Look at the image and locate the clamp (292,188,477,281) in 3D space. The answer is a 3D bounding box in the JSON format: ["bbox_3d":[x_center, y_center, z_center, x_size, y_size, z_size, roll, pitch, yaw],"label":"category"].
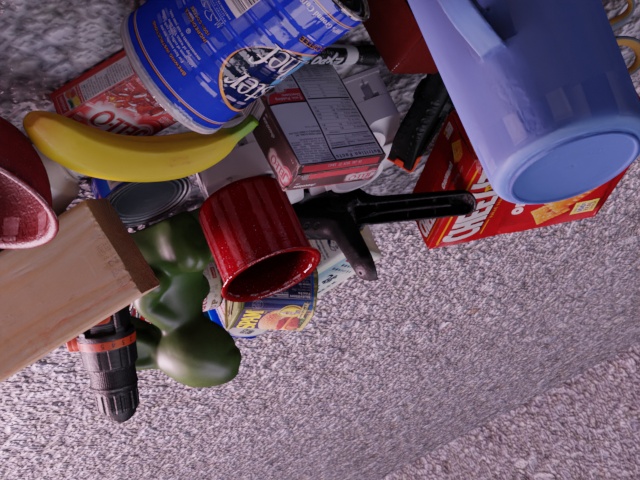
[{"bbox_3d":[0.023,-0.019,1.034,0.210,0.036,0.164,10,-148,35],"label":"clamp"}]

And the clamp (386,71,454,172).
[{"bbox_3d":[0.110,-0.138,0.952,0.120,0.039,0.172,-40,165,-42],"label":"clamp"}]

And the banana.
[{"bbox_3d":[-0.145,-0.075,0.834,0.197,0.037,0.070,-6,134,-38],"label":"banana"}]

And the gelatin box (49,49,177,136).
[{"bbox_3d":[-0.156,-0.105,0.838,0.073,0.030,0.089,-28,158,9],"label":"gelatin box"}]

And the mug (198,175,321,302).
[{"bbox_3d":[-0.056,0.001,0.949,0.093,0.081,0.117,-23,158,-4],"label":"mug"}]

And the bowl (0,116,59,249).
[{"bbox_3d":[-0.258,-0.054,0.762,0.162,0.055,0.162,11,154,5],"label":"bowl"}]

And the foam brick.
[{"bbox_3d":[0.072,-0.177,0.847,0.052,0.078,0.051,-7,151,-38],"label":"foam brick"}]

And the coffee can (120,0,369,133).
[{"bbox_3d":[-0.052,-0.154,0.736,0.140,0.103,0.102,-33,157,21],"label":"coffee can"}]

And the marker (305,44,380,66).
[{"bbox_3d":[0.003,-0.157,0.899,0.120,0.020,0.020,-6,152,-38],"label":"marker"}]

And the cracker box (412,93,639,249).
[{"bbox_3d":[0.217,-0.075,1.112,0.213,0.072,0.164,-11,150,-20],"label":"cracker box"}]

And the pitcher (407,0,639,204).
[{"bbox_3d":[0.127,-0.153,0.735,0.149,0.243,0.145,-11,156,-12],"label":"pitcher"}]

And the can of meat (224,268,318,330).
[{"bbox_3d":[-0.053,0.060,1.122,0.083,0.057,0.102,3,159,-12],"label":"can of meat"}]

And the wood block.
[{"bbox_3d":[-0.249,0.056,0.884,0.206,0.090,0.091,-31,-178,3],"label":"wood block"}]

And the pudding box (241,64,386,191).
[{"bbox_3d":[-0.010,-0.098,0.895,0.089,0.113,0.039,-9,150,-34],"label":"pudding box"}]

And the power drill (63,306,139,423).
[{"bbox_3d":[-0.261,0.085,0.965,0.187,0.184,0.057,-8,-172,0],"label":"power drill"}]

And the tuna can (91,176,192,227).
[{"bbox_3d":[-0.161,-0.049,0.959,0.086,0.034,0.086,-21,158,-9],"label":"tuna can"}]
